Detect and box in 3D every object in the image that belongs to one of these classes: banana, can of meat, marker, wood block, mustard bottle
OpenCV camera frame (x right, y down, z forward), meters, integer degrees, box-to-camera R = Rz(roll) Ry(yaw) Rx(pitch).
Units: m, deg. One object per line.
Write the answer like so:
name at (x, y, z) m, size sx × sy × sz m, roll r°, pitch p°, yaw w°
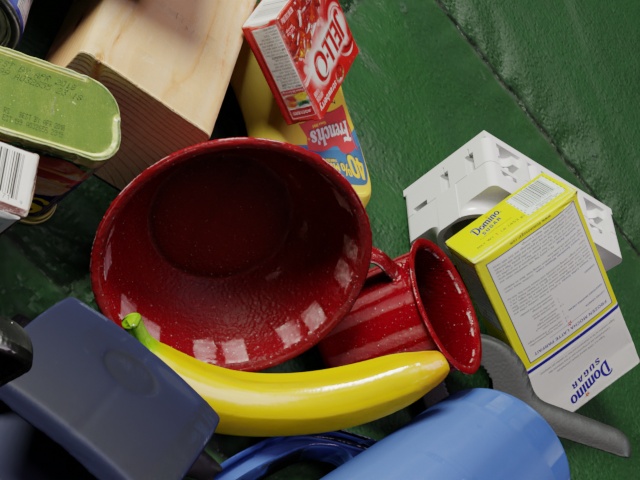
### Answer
banana at (-0.023, 0.087, 0.627) m, size 0.197 × 0.070 × 0.037 m, roll 7°, pitch 40°, yaw -17°
can of meat at (-0.169, -0.057, 0.572) m, size 0.101 × 0.084 × 0.057 m, roll 15°, pitch 59°, yaw -37°
marker at (-0.045, 0.032, 0.687) m, size 0.121 × 0.020 × 0.020 m, roll 45°, pitch 45°, yaw -15°
wood block at (-0.102, -0.144, 0.676) m, size 0.090 × 0.091 × 0.206 m, roll 33°, pitch 50°, yaw -25°
mustard bottle at (-0.010, -0.067, 0.743) m, size 0.096 × 0.058 × 0.191 m, roll 3°, pitch 67°, yaw -55°

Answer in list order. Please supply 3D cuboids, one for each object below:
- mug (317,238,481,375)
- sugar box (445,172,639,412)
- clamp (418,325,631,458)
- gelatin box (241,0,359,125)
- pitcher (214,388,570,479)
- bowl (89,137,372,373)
mug at (0.042, 0.049, 0.695) m, size 0.117 × 0.082 × 0.093 m, roll 48°, pitch 30°, yaw -34°
sugar box at (0.167, 0.047, 0.786) m, size 0.093 × 0.048 × 0.176 m, roll -34°, pitch 125°, yaw -9°
clamp at (0.119, 0.134, 0.752) m, size 0.171 × 0.039 × 0.120 m, roll 41°, pitch 85°, yaw 4°
gelatin box at (-0.010, -0.129, 0.688) m, size 0.073 × 0.030 × 0.089 m, roll 65°, pitch 33°, yaw -30°
pitcher at (0.043, 0.172, 0.627) m, size 0.242 × 0.145 × 0.149 m, roll -25°, pitch 99°, yaw -50°
bowl at (-0.054, 0.001, 0.624) m, size 0.162 × 0.162 × 0.055 m, roll 29°, pitch 21°, yaw -29°
